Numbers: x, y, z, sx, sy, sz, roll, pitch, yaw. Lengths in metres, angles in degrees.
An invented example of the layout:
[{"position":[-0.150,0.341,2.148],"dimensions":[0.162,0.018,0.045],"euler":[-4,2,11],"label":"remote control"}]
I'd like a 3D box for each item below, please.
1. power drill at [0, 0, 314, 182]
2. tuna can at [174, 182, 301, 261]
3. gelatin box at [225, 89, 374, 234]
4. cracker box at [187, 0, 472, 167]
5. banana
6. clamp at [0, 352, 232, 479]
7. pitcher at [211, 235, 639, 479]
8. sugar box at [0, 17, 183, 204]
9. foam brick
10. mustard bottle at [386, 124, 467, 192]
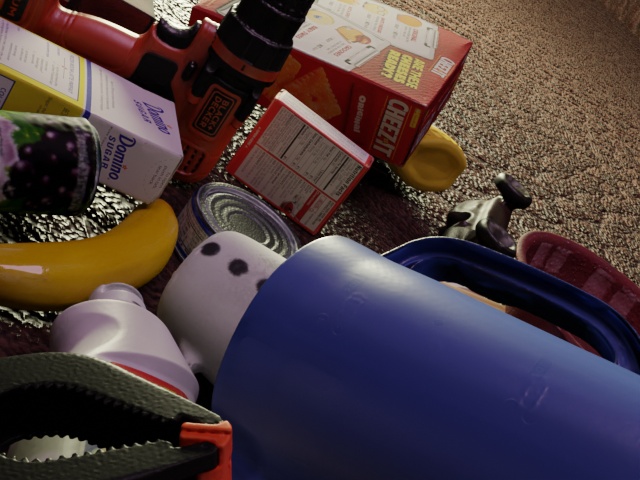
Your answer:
[{"position":[-0.114,-0.146,0.706],"dimensions":[0.187,0.185,0.057],"euler":[29,27,-13],"label":"power drill"},{"position":[-0.055,0.001,0.707],"dimensions":[0.086,0.034,0.086],"euler":[30,26,-17],"label":"tuna can"},{"position":[-0.016,-0.059,0.814],"dimensions":[0.089,0.073,0.030],"euler":[36,25,-4],"label":"gelatin box"},{"position":[0.008,-0.162,0.940],"dimensions":[0.214,0.072,0.164],"euler":[25,35,8],"label":"cracker box"},{"position":[-0.130,0.006,0.594],"dimensions":[0.070,0.037,0.197],"euler":[47,26,18],"label":"banana"},{"position":[-0.137,0.066,0.389],"dimensions":[0.210,0.036,0.164],"euler":[1,29,-4],"label":"clamp"},{"position":[0.086,0.090,0.473],"dimensions":[0.243,0.149,0.144],"euler":[22,6,28],"label":"pitcher"},{"position":[-0.171,-0.089,0.642],"dimensions":[0.176,0.048,0.093],"euler":[28,20,-23],"label":"sugar box"},{"position":[-0.161,-0.152,0.775],"dimensions":[0.051,0.078,0.053],"euler":[25,26,-26],"label":"foam brick"},{"position":[0.056,-0.127,1.037],"dimensions":[0.096,0.058,0.192],"euler":[16,28,-49],"label":"mustard bottle"}]
